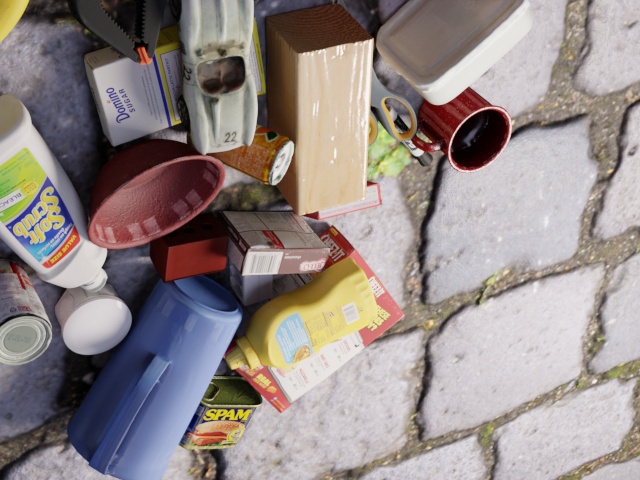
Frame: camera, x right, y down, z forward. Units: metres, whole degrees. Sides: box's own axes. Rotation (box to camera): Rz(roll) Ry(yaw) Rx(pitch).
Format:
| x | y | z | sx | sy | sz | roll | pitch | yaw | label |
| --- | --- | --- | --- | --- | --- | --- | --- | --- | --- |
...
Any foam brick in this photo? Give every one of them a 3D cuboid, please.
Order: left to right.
| x | y | z | sx | sy | sz | roll | pitch | yaw | label |
| --- | --- | --- | --- | --- | --- | --- | --- | --- | --- |
| -0.153 | 0.007 | 1.233 | 0.078 | 0.053 | 0.051 | -12 | 130 | -27 | foam brick |

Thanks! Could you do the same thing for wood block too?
| x | y | z | sx | sy | sz | roll | pitch | yaw | label |
| --- | --- | --- | --- | --- | --- | --- | --- | --- | --- |
| -0.003 | -0.143 | 1.180 | 0.090 | 0.091 | 0.206 | -15 | 132 | -19 | wood block |

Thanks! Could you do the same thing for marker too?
| x | y | z | sx | sy | sz | roll | pitch | yaw | label |
| --- | --- | --- | --- | --- | --- | --- | --- | --- | --- |
| 0.107 | -0.128 | 1.318 | 0.020 | 0.020 | 0.121 | -43 | 136 | 4 | marker |

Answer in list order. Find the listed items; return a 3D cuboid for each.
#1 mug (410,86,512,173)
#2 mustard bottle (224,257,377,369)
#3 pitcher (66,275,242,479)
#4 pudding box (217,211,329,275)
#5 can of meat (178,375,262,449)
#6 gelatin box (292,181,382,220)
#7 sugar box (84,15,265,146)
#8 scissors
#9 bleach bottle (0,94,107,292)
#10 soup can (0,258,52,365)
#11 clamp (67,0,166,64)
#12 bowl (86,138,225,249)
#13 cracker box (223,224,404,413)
| x | y | z | sx | sy | sz | roll | pitch | yaw | label |
| --- | --- | --- | --- | --- | --- | --- | --- | --- | --- |
| 0.162 | -0.138 | 1.301 | 0.117 | 0.082 | 0.093 | -22 | 134 | -17 | mug |
| -0.027 | 0.101 | 1.285 | 0.191 | 0.058 | 0.096 | -29 | 136 | -11 | mustard bottle |
| -0.195 | 0.162 | 1.268 | 0.144 | 0.149 | 0.243 | 16 | 111 | -41 | pitcher |
| -0.058 | 0.002 | 1.263 | 0.113 | 0.090 | 0.039 | 1 | 121 | -33 | pudding box |
| -0.140 | 0.229 | 1.417 | 0.101 | 0.057 | 0.084 | 7 | 123 | -36 | can of meat |
| 0.019 | -0.051 | 1.280 | 0.089 | 0.073 | 0.030 | -15 | 104 | -22 | gelatin box |
| -0.147 | -0.171 | 1.097 | 0.176 | 0.048 | 0.093 | -20 | 129 | -15 | sugar box |
| 0.038 | -0.180 | 1.229 | 0.096 | 0.016 | 0.201 | -30 | 124 | 18 | scissors |
| -0.287 | -0.031 | 1.108 | 0.102 | 0.068 | 0.250 | -34 | 138 | -4 | bleach bottle |
| -0.331 | 0.075 | 1.133 | 0.068 | 0.102 | 0.068 | -18 | 132 | -21 | soup can |
| -0.189 | -0.265 | 0.980 | 0.164 | 0.036 | 0.210 | -30 | 123 | -10 | clamp |
| -0.184 | -0.059 | 1.133 | 0.162 | 0.055 | 0.162 | -27 | 160 | -11 | bowl |
| -0.019 | 0.104 | 1.385 | 0.213 | 0.072 | 0.164 | -39 | 136 | -1 | cracker box |
